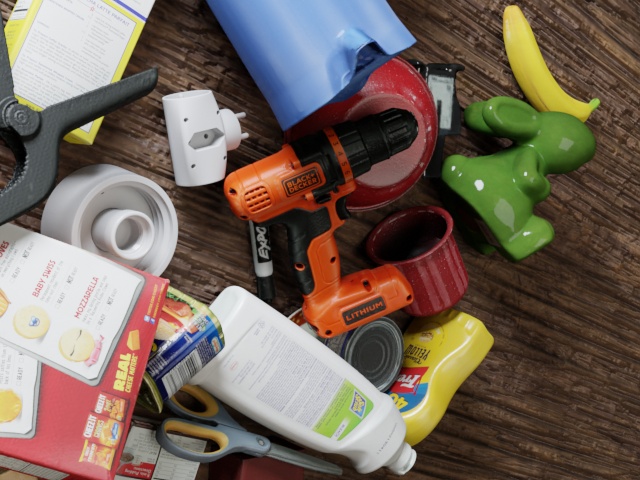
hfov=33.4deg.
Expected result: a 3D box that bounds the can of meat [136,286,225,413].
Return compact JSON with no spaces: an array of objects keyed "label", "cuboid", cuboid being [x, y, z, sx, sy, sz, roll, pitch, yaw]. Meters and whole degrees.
[{"label":"can of meat","cuboid":[-0.142,0.085,0.901,0.083,0.102,0.057,-41,137,-29]}]

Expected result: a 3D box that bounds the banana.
[{"label":"banana","cuboid":[0.256,-0.184,1.221,0.197,0.037,0.069,38,56,-38]}]

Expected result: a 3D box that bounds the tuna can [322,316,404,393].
[{"label":"tuna can","cuboid":[0.044,0.114,1.073,0.085,0.034,0.086,-8,102,-39]}]

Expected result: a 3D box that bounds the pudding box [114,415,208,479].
[{"label":"pudding box","cuboid":[-0.159,0.217,0.952,0.089,0.039,0.113,22,86,-40]}]

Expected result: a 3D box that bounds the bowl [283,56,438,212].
[{"label":"bowl","cuboid":[0.049,-0.100,1.020,0.162,0.055,0.162,-5,107,-18]}]

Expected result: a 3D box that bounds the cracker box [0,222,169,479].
[{"label":"cracker box","cuboid":[-0.235,0.074,0.775,0.213,0.072,0.164,21,63,-18]}]

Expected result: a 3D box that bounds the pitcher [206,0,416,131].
[{"label":"pitcher","cuboid":[-0.042,-0.221,0.886,0.243,0.149,0.144,56,33,-6]}]

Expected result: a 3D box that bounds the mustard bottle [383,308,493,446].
[{"label":"mustard bottle","cuboid":[0.093,0.157,1.107,0.191,0.096,0.058,-52,126,-20]}]

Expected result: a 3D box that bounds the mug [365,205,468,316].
[{"label":"mug","cuboid":[0.105,0.016,1.107,0.117,0.093,0.081,-77,148,-51]}]

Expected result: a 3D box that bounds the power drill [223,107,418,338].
[{"label":"power drill","cuboid":[0.024,-0.016,0.983,0.184,0.057,0.187,-22,116,-2]}]

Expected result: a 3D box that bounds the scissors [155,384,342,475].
[{"label":"scissors","cuboid":[-0.070,0.174,0.988,0.201,0.096,0.016,13,127,-41]}]

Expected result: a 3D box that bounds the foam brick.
[{"label":"foam brick","cuboid":[-0.062,0.222,1.023,0.078,0.053,0.051,-1,99,-40]}]

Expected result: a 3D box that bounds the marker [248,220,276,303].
[{"label":"marker","cuboid":[-0.057,0.001,1.008,0.020,0.020,0.121,-16,108,-36]}]

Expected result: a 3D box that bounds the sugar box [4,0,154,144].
[{"label":"sugar box","cuboid":[-0.193,-0.175,0.851,0.093,0.048,0.176,30,76,-37]}]

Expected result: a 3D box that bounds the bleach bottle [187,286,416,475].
[{"label":"bleach bottle","cuboid":[-0.011,0.151,0.999,0.250,0.068,0.102,39,82,-22]}]

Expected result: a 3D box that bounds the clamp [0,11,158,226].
[{"label":"clamp","cuboid":[-0.228,-0.095,0.769,0.164,0.036,0.209,39,63,-23]}]
